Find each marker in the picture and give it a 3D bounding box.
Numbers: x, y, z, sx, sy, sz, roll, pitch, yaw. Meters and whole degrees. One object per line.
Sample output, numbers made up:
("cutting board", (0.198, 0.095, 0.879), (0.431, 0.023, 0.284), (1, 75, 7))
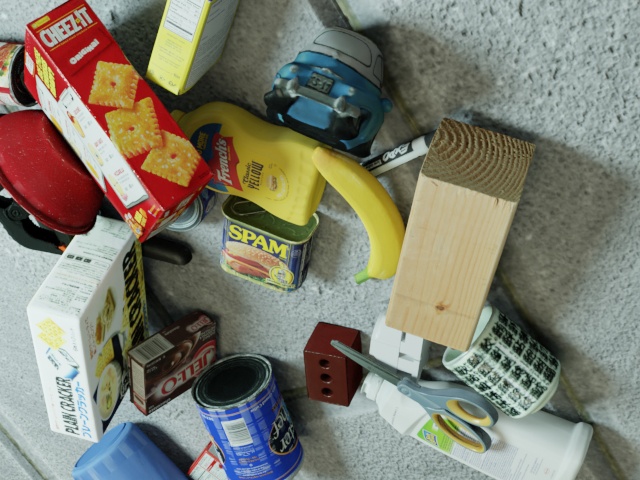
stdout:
("marker", (0.080, -0.084, 1.040), (0.121, 0.020, 0.020), (-22, 112, 37))

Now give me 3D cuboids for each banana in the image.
("banana", (0.047, -0.020, 1.074), (0.070, 0.037, 0.198), (-10, 133, 10))

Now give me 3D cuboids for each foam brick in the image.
("foam brick", (0.015, 0.142, 1.224), (0.053, 0.051, 0.078), (9, 128, 20))

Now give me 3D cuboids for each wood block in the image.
("wood block", (0.129, -0.001, 1.016), (0.091, 0.090, 0.206), (18, 136, 8))

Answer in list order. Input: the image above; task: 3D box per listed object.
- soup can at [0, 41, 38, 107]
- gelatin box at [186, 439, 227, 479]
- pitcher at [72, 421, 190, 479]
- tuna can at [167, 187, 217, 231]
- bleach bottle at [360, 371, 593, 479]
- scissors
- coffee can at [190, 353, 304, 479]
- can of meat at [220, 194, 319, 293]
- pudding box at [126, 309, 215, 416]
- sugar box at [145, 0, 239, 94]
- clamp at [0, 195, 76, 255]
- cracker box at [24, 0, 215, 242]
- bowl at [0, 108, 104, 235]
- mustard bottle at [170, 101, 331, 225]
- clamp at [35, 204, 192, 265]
("soup can", (-0.354, -0.182, 1.152), (0.102, 0.068, 0.068), (9, 128, 21))
("gelatin box", (-0.128, 0.316, 1.445), (0.089, 0.030, 0.073), (36, 133, 0))
("pitcher", (-0.226, 0.369, 1.469), (0.149, 0.144, 0.243), (-33, 101, 36))
("tuna can", (-0.159, -0.053, 1.175), (0.086, 0.033, 0.086), (14, 130, 17))
("bleach bottle", (0.166, 0.202, 1.189), (0.251, 0.068, 0.103), (23, 131, 13))
("scissors", (0.106, 0.153, 1.130), (0.202, 0.016, 0.096), (39, 144, 0))
("coffee can", (-0.088, 0.224, 1.305), (0.103, 0.102, 0.140), (-1, 124, 28))
("can of meat", (-0.058, 0.001, 1.151), (0.102, 0.057, 0.084), (21, 134, 12))
("pudding box", (-0.177, 0.146, 1.284), (0.039, 0.113, 0.090), (36, 139, 33))
("sugar box", (-0.104, -0.226, 0.974), (0.048, 0.093, 0.176), (28, 132, 5))
("clamp", (-0.352, -0.038, 1.211), (0.120, 0.039, 0.171), (-25, 117, 27))
("cracker box", (-0.203, -0.114, 1.056), (0.214, 0.072, 0.164), (54, 161, -1))
("bowl", (-0.282, -0.086, 1.146), (0.055, 0.162, 0.162), (-36, 105, 18))
("mustard bottle", (-0.088, -0.090, 1.094), (0.192, 0.058, 0.096), (22, 130, 11))
("clamp", (-0.271, 0.003, 1.273), (0.210, 0.036, 0.165), (36, 132, -7))
